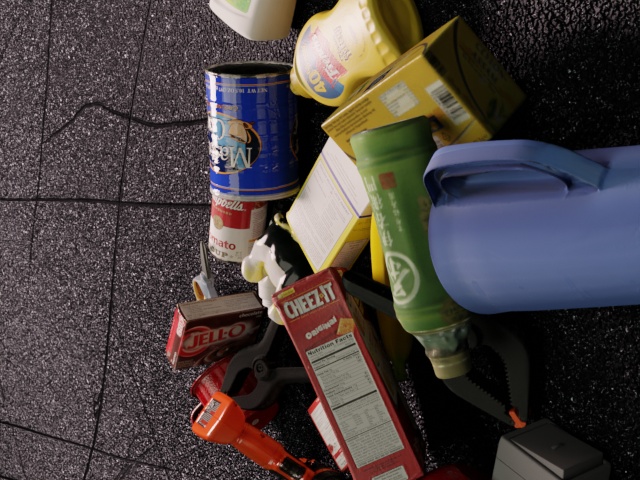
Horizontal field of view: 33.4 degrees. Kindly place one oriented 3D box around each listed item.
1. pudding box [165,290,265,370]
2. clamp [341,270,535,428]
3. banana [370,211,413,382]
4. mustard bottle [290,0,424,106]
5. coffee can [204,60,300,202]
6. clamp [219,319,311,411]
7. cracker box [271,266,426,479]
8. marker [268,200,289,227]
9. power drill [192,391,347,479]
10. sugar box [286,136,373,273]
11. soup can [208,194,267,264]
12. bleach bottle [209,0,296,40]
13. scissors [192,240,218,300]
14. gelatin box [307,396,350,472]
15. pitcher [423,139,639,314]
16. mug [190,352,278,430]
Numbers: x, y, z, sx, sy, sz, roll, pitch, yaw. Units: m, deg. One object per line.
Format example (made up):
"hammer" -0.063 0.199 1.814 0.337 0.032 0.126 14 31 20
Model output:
"pudding box" -0.134 0.114 1.357 0.039 0.113 0.090 55 141 35
"clamp" 0.138 0.073 0.965 0.165 0.036 0.210 -37 92 31
"banana" 0.075 0.039 1.077 0.070 0.037 0.198 -144 47 -74
"mustard bottle" 0.023 -0.188 1.068 0.192 0.058 0.096 -26 84 56
"coffee can" -0.075 -0.124 1.195 0.103 0.102 0.140 23 119 51
"clamp" -0.062 0.141 1.283 0.172 0.039 0.120 -31 63 25
"cracker box" 0.032 0.136 1.065 0.164 0.072 0.214 17 -132 -83
"marker" -0.058 0.002 1.290 0.020 0.020 0.121 49 138 35
"power drill" -0.050 0.252 1.226 0.187 0.057 0.185 38 166 -14
"sugar box" 0.027 -0.047 1.124 0.093 0.048 0.176 61 141 25
"soup can" -0.100 -0.031 1.296 0.069 0.068 0.102 40 133 42
"bleach bottle" -0.050 -0.343 1.120 0.103 0.067 0.251 46 133 37
"scissors" -0.138 0.067 1.382 0.096 0.016 0.202 59 163 8
"gelatin box" 0.029 0.210 1.225 0.089 0.030 0.073 59 141 25
"pitcher" 0.200 -0.015 0.797 0.243 0.148 0.145 -5 96 53
"mug" -0.116 0.211 1.372 0.117 0.093 0.081 -40 66 6
